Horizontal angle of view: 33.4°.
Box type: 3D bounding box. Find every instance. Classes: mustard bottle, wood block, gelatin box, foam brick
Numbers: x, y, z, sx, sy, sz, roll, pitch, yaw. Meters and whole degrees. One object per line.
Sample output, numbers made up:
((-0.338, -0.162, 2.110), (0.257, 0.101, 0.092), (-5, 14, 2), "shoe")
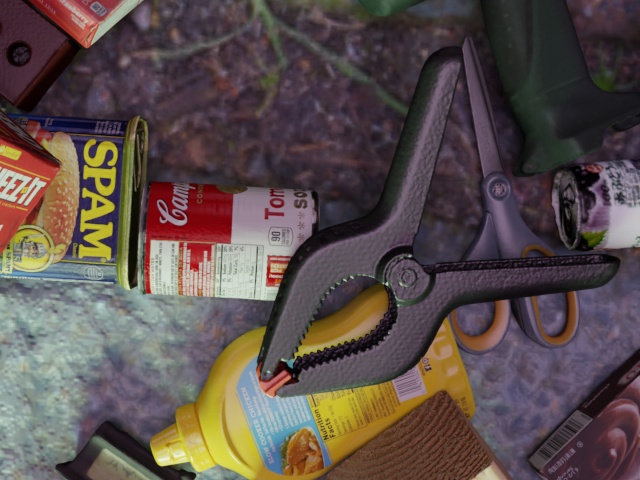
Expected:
((-0.010, 0.094, 0.645), (0.191, 0.058, 0.096), (-20, 100, -3), "mustard bottle")
((0.102, 0.201, 0.617), (0.090, 0.091, 0.206), (-36, 111, 1), "wood block")
((-0.133, -0.163, 0.614), (0.073, 0.030, 0.089), (41, 53, -5), "gelatin box")
((-0.189, -0.120, 0.624), (0.078, 0.051, 0.053), (38, 90, -5), "foam brick")

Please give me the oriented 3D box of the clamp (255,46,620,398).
((0.043, 0.006, 0.593), (0.210, 0.036, 0.164), (-33, 101, -1), "clamp")

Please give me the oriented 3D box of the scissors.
((0.096, -0.017, 0.665), (0.096, 0.016, 0.202), (-27, 95, -7), "scissors")

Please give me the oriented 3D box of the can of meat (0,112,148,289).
((-0.149, -0.025, 0.631), (0.084, 0.057, 0.102), (4, 93, -1), "can of meat")

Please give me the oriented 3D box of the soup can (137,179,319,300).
((-0.054, 0.001, 0.632), (0.102, 0.068, 0.068), (3, 93, -5), "soup can")
